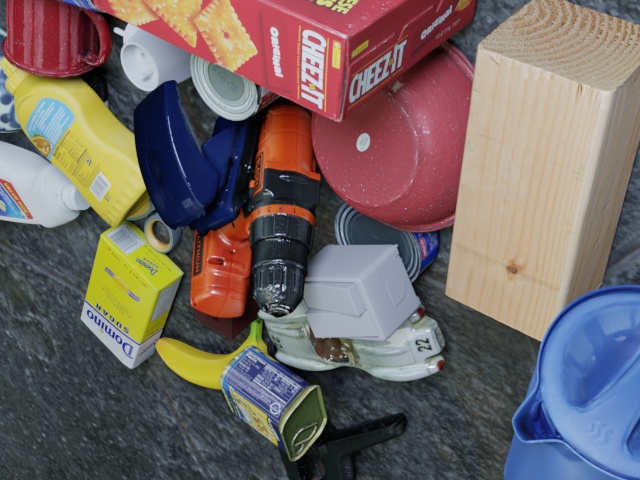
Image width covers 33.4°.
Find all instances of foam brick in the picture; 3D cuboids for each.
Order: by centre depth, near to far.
[{"bbox_3d":[-0.091,0.047,1.058,0.053,0.051,0.078,26,136,26],"label":"foam brick"}]

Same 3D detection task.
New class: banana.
[{"bbox_3d":[-0.112,0.129,1.162,0.198,0.037,0.069,-16,83,47],"label":"banana"}]

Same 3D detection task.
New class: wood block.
[{"bbox_3d":[0.151,-0.044,0.717,0.091,0.090,0.206,26,136,26],"label":"wood block"}]

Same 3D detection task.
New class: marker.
[{"bbox_3d":[-0.219,-0.114,1.075,0.020,0.020,0.121,27,136,27],"label":"marker"}]

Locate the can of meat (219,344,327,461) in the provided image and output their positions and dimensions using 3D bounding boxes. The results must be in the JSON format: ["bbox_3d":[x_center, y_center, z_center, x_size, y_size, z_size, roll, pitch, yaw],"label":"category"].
[{"bbox_3d":[-0.046,0.156,1.035,0.084,0.057,0.102,32,156,24],"label":"can of meat"}]

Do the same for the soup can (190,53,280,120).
[{"bbox_3d":[-0.041,-0.142,0.812,0.069,0.102,0.068,25,136,27],"label":"soup can"}]

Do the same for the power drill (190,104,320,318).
[{"bbox_3d":[-0.056,0.001,0.910,0.057,0.184,0.188,15,151,-21],"label":"power drill"}]

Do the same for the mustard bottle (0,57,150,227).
[{"bbox_3d":[-0.239,-0.107,1.035,0.191,0.058,0.096,46,138,0],"label":"mustard bottle"}]

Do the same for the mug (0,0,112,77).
[{"bbox_3d":[-0.233,-0.201,0.961,0.117,0.093,0.082,35,135,24],"label":"mug"}]

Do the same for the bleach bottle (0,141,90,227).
[{"bbox_3d":[-0.354,-0.070,1.209,0.251,0.068,0.102,9,127,37],"label":"bleach bottle"}]

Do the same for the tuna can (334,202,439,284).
[{"bbox_3d":[0.056,-0.005,0.886,0.086,0.033,0.086,26,136,28],"label":"tuna can"}]

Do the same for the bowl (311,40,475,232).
[{"bbox_3d":[0.048,-0.076,0.790,0.162,0.055,0.162,15,116,34],"label":"bowl"}]

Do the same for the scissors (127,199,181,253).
[{"bbox_3d":[-0.141,-0.036,1.067,0.202,0.016,0.096,-9,116,47],"label":"scissors"}]

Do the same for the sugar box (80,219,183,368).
[{"bbox_3d":[-0.215,0.064,1.194,0.093,0.048,0.176,43,140,14],"label":"sugar box"}]

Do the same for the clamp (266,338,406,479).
[{"bbox_3d":[-0.006,0.199,1.111,0.165,0.036,0.210,37,136,18],"label":"clamp"}]

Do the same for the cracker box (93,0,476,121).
[{"bbox_3d":[-0.023,-0.178,0.716,0.214,0.164,0.072,29,139,25],"label":"cracker box"}]

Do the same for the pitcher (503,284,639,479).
[{"bbox_3d":[0.210,0.139,0.758,0.149,0.145,0.243,23,154,12],"label":"pitcher"}]
